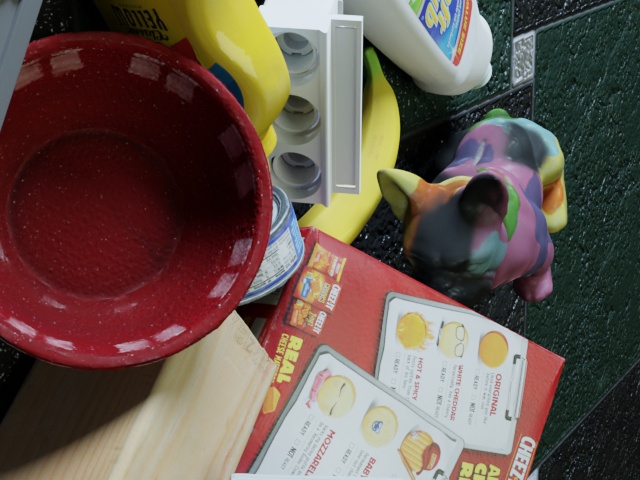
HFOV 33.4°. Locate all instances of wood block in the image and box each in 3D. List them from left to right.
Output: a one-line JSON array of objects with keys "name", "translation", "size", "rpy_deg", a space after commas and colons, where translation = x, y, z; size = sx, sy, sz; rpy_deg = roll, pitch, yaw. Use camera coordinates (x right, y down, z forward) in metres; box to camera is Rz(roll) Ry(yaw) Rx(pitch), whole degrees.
[{"name": "wood block", "translation": [-0.111, 0.125, 0.541], "size": [0.090, 0.091, 0.206], "rpy_deg": [59, 44, -43]}]

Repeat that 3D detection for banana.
[{"name": "banana", "translation": [0.012, -0.039, 0.747], "size": [0.069, 0.037, 0.197], "rpy_deg": [35, 67, -23]}]

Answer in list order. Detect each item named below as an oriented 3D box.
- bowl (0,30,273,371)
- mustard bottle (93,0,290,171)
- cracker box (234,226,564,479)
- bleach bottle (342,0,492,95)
[{"name": "bowl", "translation": [-0.107, -0.017, 0.522], "size": [0.162, 0.055, 0.162], "rpy_deg": [2, 82, -16]}, {"name": "mustard bottle", "translation": [-0.066, -0.103, 0.556], "size": [0.058, 0.096, 0.191], "rpy_deg": [-55, 140, -29]}, {"name": "cracker box", "translation": [0.036, 0.109, 0.684], "size": [0.213, 0.072, 0.164], "rpy_deg": [28, 76, -24]}, {"name": "bleach bottle", "translation": [0.069, -0.177, 0.756], "size": [0.250, 0.068, 0.102], "rpy_deg": [30, 73, -57]}]
